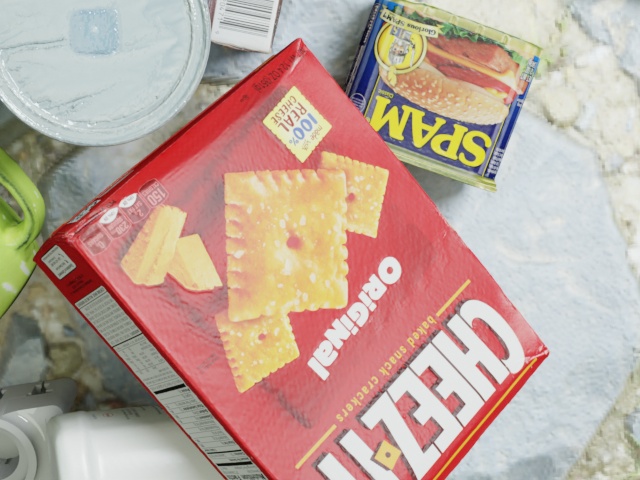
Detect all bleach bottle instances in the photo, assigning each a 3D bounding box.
[{"bbox_3d":[-0.021,0.113,0.596,0.250,0.103,0.068,-7,89,-17],"label":"bleach bottle"}]

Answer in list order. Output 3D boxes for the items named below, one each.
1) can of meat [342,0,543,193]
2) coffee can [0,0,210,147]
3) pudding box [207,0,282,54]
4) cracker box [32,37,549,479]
[{"bbox_3d":[0.064,-0.083,0.596,0.102,0.057,0.084,19,98,-7],"label":"can of meat"},{"bbox_3d":[-0.114,-0.105,0.531,0.102,0.140,0.103,-3,102,-12],"label":"coffee can"},{"bbox_3d":[-0.032,-0.157,0.558,0.039,0.090,0.113,13,102,-4],"label":"pudding box"},{"bbox_3d":[-0.008,0.033,0.535,0.164,0.072,0.213,-43,98,-27],"label":"cracker box"}]
